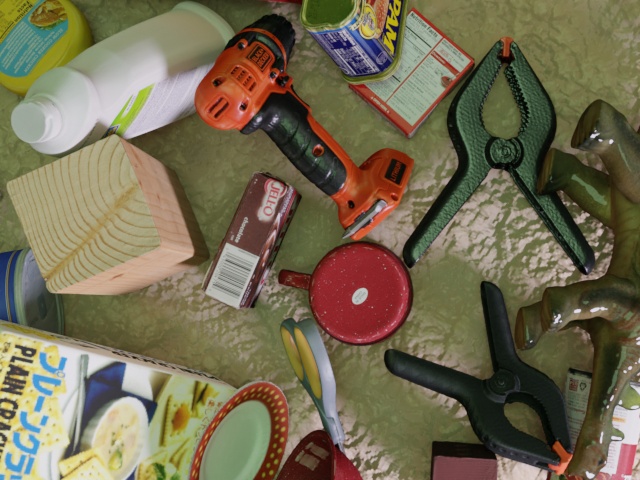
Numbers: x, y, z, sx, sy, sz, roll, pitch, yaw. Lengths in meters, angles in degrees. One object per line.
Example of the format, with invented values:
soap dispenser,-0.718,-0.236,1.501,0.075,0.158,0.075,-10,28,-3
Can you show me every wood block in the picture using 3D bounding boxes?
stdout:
wood block,-0.160,-0.012,0.856,0.091,0.206,0.090,-23,86,2

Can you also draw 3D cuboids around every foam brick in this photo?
foam brick,0.117,0.199,0.888,0.053,0.078,0.051,4,89,4

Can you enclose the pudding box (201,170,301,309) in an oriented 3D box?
pudding box,-0.056,0.001,0.906,0.039,0.090,0.113,25,89,7

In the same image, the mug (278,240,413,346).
mug,0.021,0.041,0.901,0.117,0.081,0.093,15,88,5

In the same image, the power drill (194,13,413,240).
power drill,-0.009,-0.100,0.891,0.187,0.184,0.057,40,123,-10

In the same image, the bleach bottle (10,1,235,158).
bleach bottle,-0.154,-0.123,0.833,0.068,0.250,0.103,36,115,5

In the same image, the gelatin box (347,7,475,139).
gelatin box,0.080,-0.146,0.934,0.073,0.030,0.089,42,91,7

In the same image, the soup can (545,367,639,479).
soup can,0.229,0.162,0.886,0.068,0.068,0.102,12,87,5

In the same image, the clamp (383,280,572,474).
clamp,0.151,0.113,0.884,0.171,0.039,0.120,41,77,19

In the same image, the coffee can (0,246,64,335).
coffee can,-0.304,0.066,0.914,0.140,0.103,0.103,-9,86,4

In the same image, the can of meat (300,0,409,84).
can of meat,0.029,-0.197,0.896,0.058,0.083,0.102,-3,65,30

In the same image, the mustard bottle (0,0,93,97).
mustard bottle,-0.260,-0.183,0.947,0.191,0.058,0.096,42,89,6

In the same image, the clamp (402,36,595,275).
clamp,0.165,-0.068,0.919,0.164,0.036,0.210,9,85,-3

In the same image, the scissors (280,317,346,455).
scissors,0.002,0.150,0.921,0.016,0.096,0.202,-21,116,-16

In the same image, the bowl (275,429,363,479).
bowl,-0.002,0.238,0.864,0.055,0.162,0.162,22,88,-15
